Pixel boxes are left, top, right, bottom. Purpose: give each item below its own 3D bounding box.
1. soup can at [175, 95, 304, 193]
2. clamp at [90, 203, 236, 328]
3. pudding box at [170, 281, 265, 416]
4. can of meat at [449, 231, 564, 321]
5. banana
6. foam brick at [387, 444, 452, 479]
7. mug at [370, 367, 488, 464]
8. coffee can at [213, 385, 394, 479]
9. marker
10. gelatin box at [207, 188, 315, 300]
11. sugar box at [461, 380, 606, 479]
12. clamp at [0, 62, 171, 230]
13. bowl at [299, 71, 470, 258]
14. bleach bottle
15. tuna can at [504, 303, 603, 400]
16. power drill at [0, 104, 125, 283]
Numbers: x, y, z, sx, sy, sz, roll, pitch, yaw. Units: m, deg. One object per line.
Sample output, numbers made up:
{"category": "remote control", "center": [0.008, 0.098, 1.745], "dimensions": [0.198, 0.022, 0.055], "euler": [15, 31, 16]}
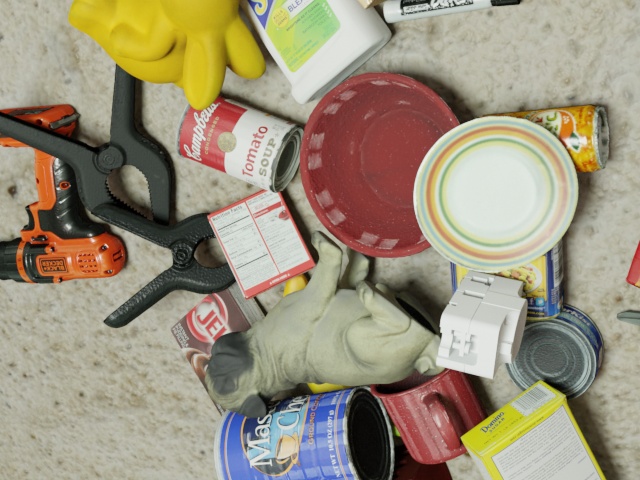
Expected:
{"category": "soup can", "center": [-0.074, -0.092, 0.991], "dimensions": [0.102, 0.068, 0.068], "euler": [22, 116, 15]}
{"category": "clamp", "center": [-0.139, 0.026, 1.037], "dimensions": [0.171, 0.039, 0.120], "euler": [1, 92, 0]}
{"category": "pudding box", "center": [-0.089, 0.108, 1.075], "dimensions": [0.090, 0.039, 0.113], "euler": [-41, 76, 31]}
{"category": "can of meat", "center": [0.163, 0.021, 0.933], "dimensions": [0.102, 0.057, 0.084], "euler": [3, 112, 24]}
{"category": "banana", "center": [0.013, 0.124, 1.050], "dimensions": [0.070, 0.037, 0.198], "euler": [-37, 92, 20]}
{"category": "foam brick", "center": [0.087, 0.238, 1.034], "dimensions": [0.053, 0.078, 0.051], "euler": [-17, 103, 28]}
{"category": "mug", "center": [0.106, 0.154, 0.977], "dimensions": [0.093, 0.117, 0.081], "euler": [-27, 103, -1]}
{"category": "coffee can", "center": [-0.015, 0.197, 1.005], "dimensions": [0.140, 0.102, 0.103], "euler": [-13, 103, 25]}
{"category": "marker", "center": [0.112, -0.199, 0.895], "dimensions": [0.121, 0.020, 0.020], "euler": [-3, 107, 24]}
{"category": "gelatin box", "center": [-0.057, 0.001, 1.012], "dimensions": [0.073, 0.030, 0.089], "euler": [-26, 87, -7]}
{"category": "sugar box", "center": [0.204, 0.221, 0.948], "dimensions": [0.093, 0.048, 0.176], "euler": [-33, 114, -9]}
{"category": "clamp", "center": [-0.219, -0.083, 1.046], "dimensions": [0.164, 0.036, 0.210], "euler": [-24, 110, -1]}
{"category": "bowl", "center": [0.064, -0.068, 0.938], "dimensions": [0.162, 0.055, 0.162], "euler": [7, 104, 27]}
{"category": "bleach bottle", "center": [-0.050, -0.248, 0.928], "dimensions": [0.103, 0.068, 0.251], "euler": [-37, 89, 31]}
{"category": "tuna can", "center": [0.207, 0.101, 0.954], "dimensions": [0.086, 0.033, 0.086], "euler": [8, 112, 21]}
{"category": "power drill", "center": [-0.303, -0.044, 1.119], "dimensions": [0.185, 0.057, 0.187], "euler": [-3, 110, 21]}
